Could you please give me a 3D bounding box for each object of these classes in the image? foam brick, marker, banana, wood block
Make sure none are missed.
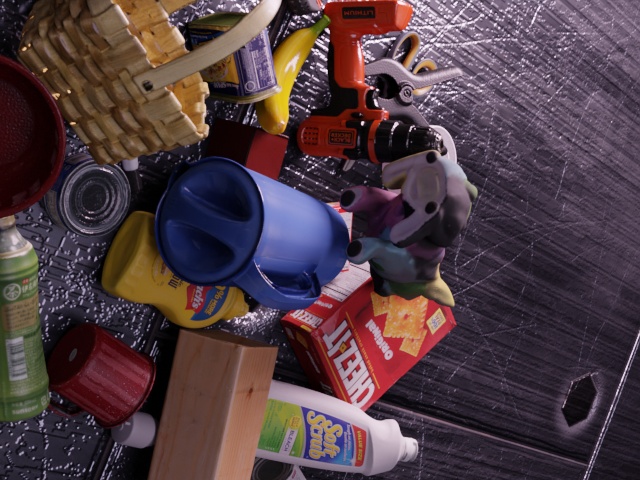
[{"bbox_3d":[-0.084,-0.104,1.205,0.052,0.078,0.051,13,95,-41],"label":"foam brick"},{"bbox_3d":[-0.207,-0.107,1.135,0.020,0.020,0.121,-22,117,-35],"label":"marker"},{"bbox_3d":[-0.042,-0.181,1.202,0.037,0.070,0.197,33,50,-18],"label":"banana"},{"bbox_3d":[-0.125,0.213,1.229,0.090,0.090,0.206,12,91,-65],"label":"wood block"}]

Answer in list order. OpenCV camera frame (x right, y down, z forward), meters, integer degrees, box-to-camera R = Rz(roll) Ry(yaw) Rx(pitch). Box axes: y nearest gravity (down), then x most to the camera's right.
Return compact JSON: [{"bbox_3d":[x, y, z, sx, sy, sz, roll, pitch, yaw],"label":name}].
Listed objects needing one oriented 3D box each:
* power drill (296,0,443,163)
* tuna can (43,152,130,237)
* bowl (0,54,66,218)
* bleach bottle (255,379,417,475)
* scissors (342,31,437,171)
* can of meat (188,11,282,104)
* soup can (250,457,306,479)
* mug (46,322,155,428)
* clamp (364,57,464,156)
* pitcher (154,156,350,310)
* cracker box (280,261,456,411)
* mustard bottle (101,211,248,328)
[{"bbox_3d":[0.062,-0.185,1.251,0.057,0.185,0.188,1,94,-64],"label":"power drill"},{"bbox_3d":[-0.242,-0.047,1.112,0.085,0.034,0.086,-14,112,-38],"label":"tuna can"},{"bbox_3d":[-0.314,-0.103,0.989,0.162,0.055,0.162,-2,113,-4],"label":"bowl"},{"bbox_3d":[0.009,0.236,1.339,0.250,0.068,0.102,14,96,-21],"label":"bleach bottle"},{"bbox_3d":[0.096,-0.170,1.383,0.096,0.016,0.202,21,89,-40],"label":"scissors"},{"bbox_3d":[-0.095,-0.199,1.151,0.057,0.102,0.084,-27,117,-33],"label":"can of meat"},{"bbox_3d":[-0.047,0.326,1.375,0.068,0.069,0.102,-42,126,-24],"label":"soup can"},{"bbox_3d":[-0.246,0.147,1.141,0.117,0.093,0.081,-35,127,17],"label":"mug"},{"bbox_3d":[0.108,-0.191,1.348,0.171,0.039,0.120,26,73,-27],"label":"clamp"},{"bbox_3d":[-0.058,0.001,1.181,0.242,0.145,0.149,14,81,-62],"label":"pitcher"},{"bbox_3d":[0.069,0.109,1.407,0.213,0.072,0.164,-40,125,-25],"label":"cracker box"},{"bbox_3d":[-0.151,0.046,1.204,0.191,0.058,0.096,32,73,-43],"label":"mustard bottle"}]
